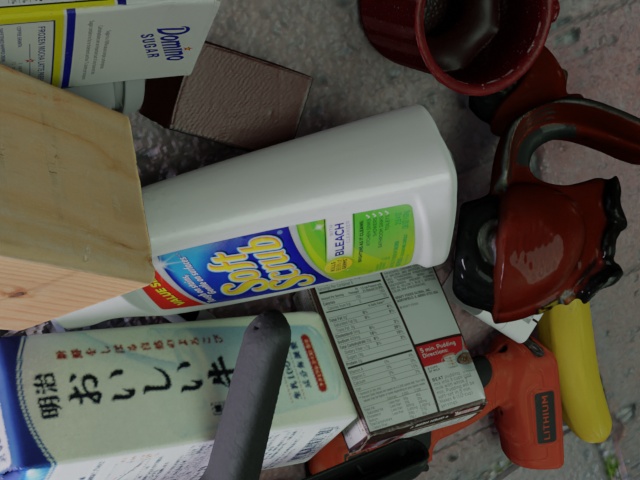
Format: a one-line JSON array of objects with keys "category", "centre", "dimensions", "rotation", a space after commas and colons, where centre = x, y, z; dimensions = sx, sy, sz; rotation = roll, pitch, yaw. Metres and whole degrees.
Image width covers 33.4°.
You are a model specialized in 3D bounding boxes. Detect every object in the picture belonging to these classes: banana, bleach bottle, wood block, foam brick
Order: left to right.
[{"category": "wood block", "centre": [-0.170, -0.023, 0.435], "dimensions": [0.205, 0.091, 0.090], "rotation": [19, 56, -62]}, {"category": "bleach bottle", "centre": [-0.054, 0.001, 0.585], "dimensions": [0.250, 0.068, 0.102], "rotation": [-16, 148, -8]}, {"category": "foam brick", "centre": [-0.053, -0.081, 0.598], "dimensions": [0.078, 0.053, 0.051], "rotation": [14, 100, -30]}, {"category": "banana", "centre": [0.188, 0.084, 0.778], "dimensions": [0.069, 0.037, 0.198], "rotation": [-42, 128, -43]}]

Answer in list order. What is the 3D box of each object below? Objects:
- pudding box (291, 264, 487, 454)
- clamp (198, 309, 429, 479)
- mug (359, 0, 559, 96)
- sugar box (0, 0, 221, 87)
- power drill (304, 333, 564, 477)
[{"category": "pudding box", "centre": [0.043, 0.068, 0.673], "dimensions": [0.089, 0.113, 0.039], "rotation": [-12, 156, -23]}, {"category": "clamp", "centre": [-0.038, 0.154, 0.577], "dimensions": [0.164, 0.036, 0.210], "rotation": [37, 90, -39]}, {"category": "mug", "centre": [0.086, -0.140, 0.633], "dimensions": [0.117, 0.082, 0.093], "rotation": [-8, 111, -25]}, {"category": "sugar box", "centre": [-0.139, -0.098, 0.468], "dimensions": [0.176, 0.093, 0.048], "rotation": [-11, 82, -18]}, {"category": "power drill", "centre": [0.079, 0.151, 0.744], "dimensions": [0.187, 0.057, 0.184], "rotation": [-17, 114, -22]}]
